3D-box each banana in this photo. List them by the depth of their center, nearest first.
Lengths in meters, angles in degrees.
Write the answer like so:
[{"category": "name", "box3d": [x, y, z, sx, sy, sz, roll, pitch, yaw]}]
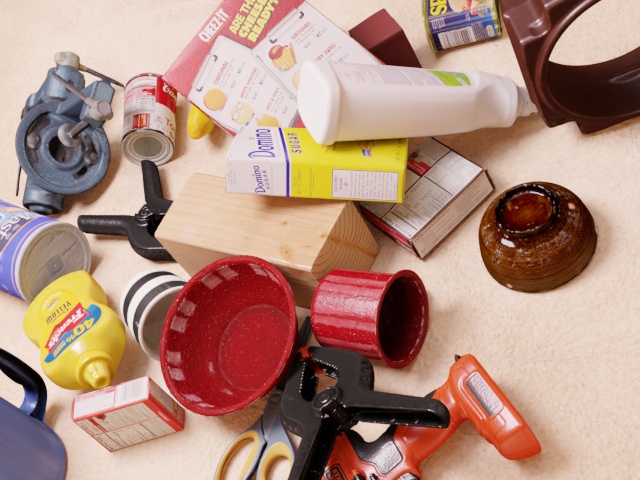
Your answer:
[{"category": "banana", "box3d": [-0.128, -0.198, 1.331, 0.037, 0.070, 0.197, 21, 66, -1]}]

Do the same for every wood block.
[{"category": "wood block", "box3d": [-0.057, 0.001, 1.116, 0.206, 0.090, 0.090, 11, 61, 34]}]

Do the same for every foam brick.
[{"category": "foam brick", "box3d": [0.076, -0.216, 1.225, 0.051, 0.078, 0.053, -33, 46, 3]}]

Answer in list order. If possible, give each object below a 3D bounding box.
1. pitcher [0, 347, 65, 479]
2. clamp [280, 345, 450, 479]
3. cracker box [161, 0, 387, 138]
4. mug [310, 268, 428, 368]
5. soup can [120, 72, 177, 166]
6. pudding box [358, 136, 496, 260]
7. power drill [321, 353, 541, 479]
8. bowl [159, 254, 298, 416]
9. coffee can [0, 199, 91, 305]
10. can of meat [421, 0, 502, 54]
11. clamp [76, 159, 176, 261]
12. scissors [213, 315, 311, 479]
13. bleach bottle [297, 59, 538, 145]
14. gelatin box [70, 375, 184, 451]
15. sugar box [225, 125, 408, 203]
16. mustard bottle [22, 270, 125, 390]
[{"category": "pitcher", "box3d": [-0.356, 0.179, 1.029, 0.145, 0.242, 0.149, -29, 53, 0]}, {"category": "clamp", "box3d": [0.022, 0.145, 0.923, 0.164, 0.036, 0.210, -33, 26, 8]}, {"category": "cracker box", "box3d": [-0.036, -0.168, 1.162, 0.214, 0.072, 0.164, 38, 88, 2]}, {"category": "mug", "box3d": [0.051, 0.065, 1.018, 0.082, 0.093, 0.117, 5, 27, 36]}, {"category": "soup can", "box3d": [-0.214, -0.151, 1.335, 0.069, 0.068, 0.102, -17, 49, 16]}, {"category": "pudding box", "box3d": [0.109, -0.045, 1.100, 0.113, 0.039, 0.090, -44, 47, -7]}, {"category": "power drill", "box3d": [0.089, 0.197, 0.905, 0.187, 0.057, 0.184, -34, 45, 0]}, {"category": "bowl", "box3d": [-0.079, 0.098, 1.046, 0.162, 0.055, 0.162, -13, 64, 28]}, {"category": "coffee can", "box3d": [-0.354, 0.013, 1.255, 0.141, 0.102, 0.102, 17, 64, 36]}, {"category": "can of meat", "box3d": [0.164, -0.272, 1.238, 0.084, 0.057, 0.102, -10, 51, 17]}, {"category": "clamp", "box3d": [-0.210, -0.019, 1.248, 0.120, 0.039, 0.172, -41, 47, -5]}, {"category": "scissors", "box3d": [-0.030, 0.166, 1.021, 0.096, 0.016, 0.201, 17, 65, 40]}, {"category": "bleach bottle", "box3d": [0.109, -0.140, 1.083, 0.250, 0.068, 0.103, -1, 30, -17]}, {"category": "gelatin box", "box3d": [-0.192, 0.173, 1.064, 0.089, 0.073, 0.030, -18, 50, 15]}, {"category": "sugar box", "box3d": [-0.002, -0.079, 1.069, 0.176, 0.048, 0.093, 5, 27, 4]}, {"category": "mustard bottle", "box3d": [-0.256, 0.106, 1.133, 0.096, 0.058, 0.192, -40, 34, -6]}]
